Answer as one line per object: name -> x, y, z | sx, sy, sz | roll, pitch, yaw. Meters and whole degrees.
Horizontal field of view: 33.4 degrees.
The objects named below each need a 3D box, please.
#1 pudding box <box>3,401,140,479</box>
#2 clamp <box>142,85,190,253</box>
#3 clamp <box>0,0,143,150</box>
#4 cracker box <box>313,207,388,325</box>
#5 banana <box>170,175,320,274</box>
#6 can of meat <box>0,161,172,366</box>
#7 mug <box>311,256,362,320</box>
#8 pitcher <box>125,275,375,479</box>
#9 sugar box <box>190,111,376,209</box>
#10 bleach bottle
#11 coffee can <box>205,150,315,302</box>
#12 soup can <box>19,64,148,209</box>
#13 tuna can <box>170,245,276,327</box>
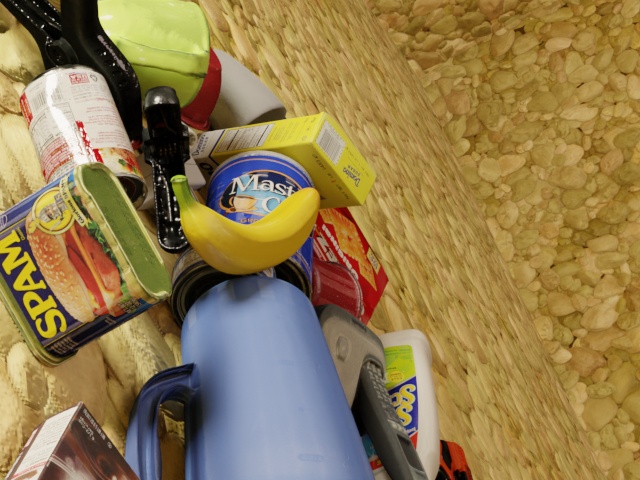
pudding box -> -0.122, 0.157, 0.569 | 0.113, 0.039, 0.090 | 56, 15, -16
clamp -> -0.117, -0.062, 0.815 | 0.171, 0.039, 0.120 | -116, -152, -76
clamp -> -0.187, -0.156, 0.821 | 0.036, 0.165, 0.210 | -45, 119, -33
cracker box -> -0.001, 0.018, 1.201 | 0.164, 0.072, 0.213 | 59, 15, -5
banana -> -0.048, -0.009, 0.808 | 0.197, 0.037, 0.069 | 1, 98, -64
can of meat -> -0.151, 0.013, 0.660 | 0.102, 0.084, 0.057 | 61, 14, 0
mug -> -0.024, 0.047, 1.041 | 0.117, 0.093, 0.081 | 53, 13, 31
pitcher -> -0.045, 0.132, 0.739 | 0.243, 0.145, 0.149 | -107, 175, -53
sugar box -> -0.043, -0.070, 1.039 | 0.093, 0.177, 0.048 | 49, 51, -34
bleach bottle -> 0.080, 0.198, 1.062 | 0.251, 0.102, 0.068 | -99, 175, -54
coffee can -> -0.056, 0.001, 0.943 | 0.102, 0.103, 0.140 | 51, 24, -31
soup can -> -0.174, -0.069, 0.778 | 0.068, 0.068, 0.102 | 31, 31, -62
tuna can -> -0.078, 0.042, 0.857 | 0.086, 0.086, 0.034 | 52, 18, -29
